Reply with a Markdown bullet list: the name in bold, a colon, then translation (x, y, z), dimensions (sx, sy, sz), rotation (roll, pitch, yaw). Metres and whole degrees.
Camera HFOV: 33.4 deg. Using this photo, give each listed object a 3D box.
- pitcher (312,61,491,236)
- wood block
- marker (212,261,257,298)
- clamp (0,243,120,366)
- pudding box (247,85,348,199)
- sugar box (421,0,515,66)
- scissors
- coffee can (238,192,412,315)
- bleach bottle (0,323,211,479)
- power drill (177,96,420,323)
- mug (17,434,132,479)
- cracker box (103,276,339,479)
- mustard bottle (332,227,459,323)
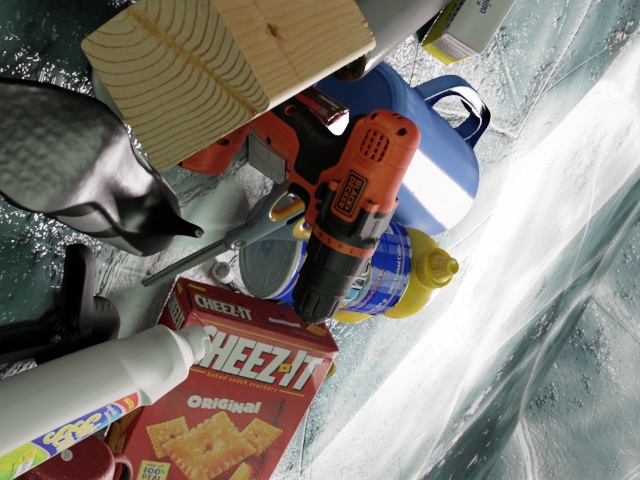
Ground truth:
- **pitcher**: translation (0.077, -0.101, 1.074), dimensions (0.242, 0.145, 0.149), rotation (33, 65, -64)
- **wood block**: translation (-0.049, -0.128, 0.692), dimensions (0.090, 0.091, 0.205), rotation (-27, -172, 27)
- **marker**: translation (-0.084, 0.049, 1.100), dimensions (0.020, 0.020, 0.121), rotation (-52, 157, -8)
- **clamp**: translation (-0.214, 0.076, 0.857), dimensions (0.120, 0.039, 0.171), rotation (-35, 155, -13)
- **pudding box**: translation (-0.022, -0.091, 0.939), dimensions (0.039, 0.090, 0.113), rotation (-39, 153, -30)
- **sugar box**: translation (0.151, -0.227, 1.061), dimensions (0.093, 0.048, 0.176), rotation (-58, -177, 3)
- **scissors**: translation (-0.056, 0.001, 0.953), dimensions (0.202, 0.016, 0.096), rotation (-35, 142, 23)
- **coffee can**: translation (0.005, 0.015, 1.050), dimensions (0.140, 0.103, 0.103), rotation (11, 115, -34)
- **bleach bottle**: translation (-0.196, 0.124, 0.850), dimensions (0.250, 0.068, 0.103), rotation (-25, 158, -32)
- **power drill**: translation (-0.027, -0.049, 0.861), dimensions (0.057, 0.188, 0.184), rotation (-11, 130, -61)
- **mug**: translation (-0.222, 0.223, 0.967), dimensions (0.117, 0.093, 0.082), rotation (-5, 123, -38)
- **cracker box**: translation (-0.102, 0.159, 1.047), dimensions (0.164, 0.072, 0.214), rotation (18, 111, -27)
- **mustard bottle**: translation (0.077, 0.035, 1.123), dimensions (0.058, 0.192, 0.096), rotation (26, 70, -28)
